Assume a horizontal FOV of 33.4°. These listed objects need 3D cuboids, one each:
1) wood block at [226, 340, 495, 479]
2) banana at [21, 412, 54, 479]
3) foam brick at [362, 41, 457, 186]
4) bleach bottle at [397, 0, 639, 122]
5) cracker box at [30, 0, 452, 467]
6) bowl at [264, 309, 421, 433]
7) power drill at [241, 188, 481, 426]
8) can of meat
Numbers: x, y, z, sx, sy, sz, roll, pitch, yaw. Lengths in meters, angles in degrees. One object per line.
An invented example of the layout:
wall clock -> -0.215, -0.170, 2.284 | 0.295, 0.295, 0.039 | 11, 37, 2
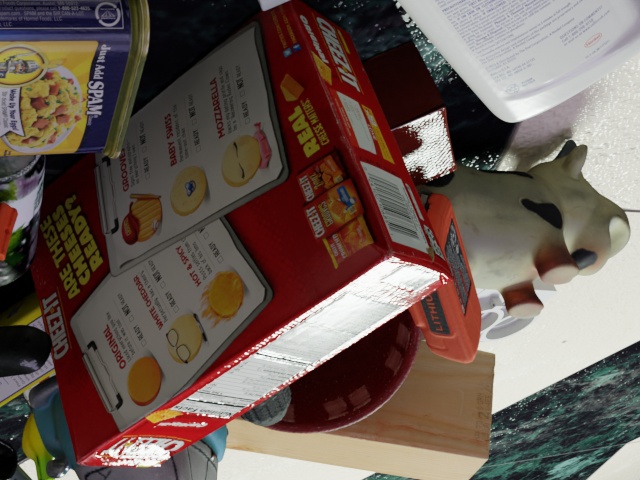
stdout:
wood block -> 0.026, 0.127, 0.853 | 0.206, 0.090, 0.091 | 9, 154, -1
banana -> -0.162, 0.130, 0.831 | 0.197, 0.070, 0.037 | -23, 157, -50
foam brick -> 0.045, -0.070, 0.635 | 0.053, 0.051, 0.078 | -22, 154, 2
bleach bottle -> 0.061, -0.151, 0.455 | 0.103, 0.068, 0.250 | -33, 141, 14
cracker box -> -0.054, 0.001, 0.566 | 0.214, 0.164, 0.072 | -35, 149, 25
bowl -> -0.010, 0.057, 0.775 | 0.162, 0.055, 0.162 | -1, 108, -5
power drill -> 0.002, 0.045, 0.676 | 0.188, 0.057, 0.184 | -7, 126, 19
can of meat -> -0.130, -0.080, 0.477 | 0.083, 0.057, 0.102 | -6, 149, -25
